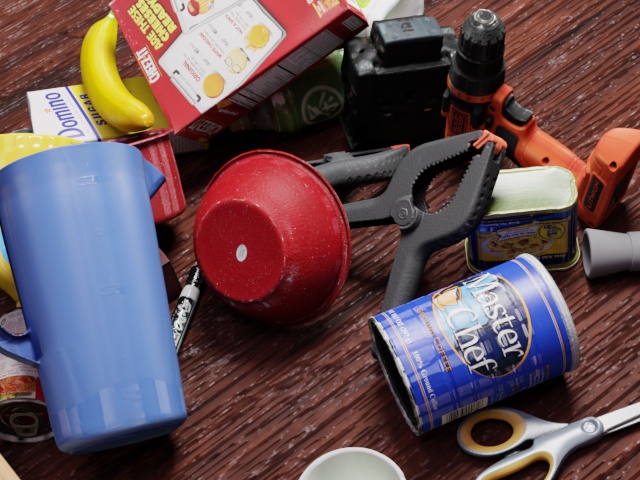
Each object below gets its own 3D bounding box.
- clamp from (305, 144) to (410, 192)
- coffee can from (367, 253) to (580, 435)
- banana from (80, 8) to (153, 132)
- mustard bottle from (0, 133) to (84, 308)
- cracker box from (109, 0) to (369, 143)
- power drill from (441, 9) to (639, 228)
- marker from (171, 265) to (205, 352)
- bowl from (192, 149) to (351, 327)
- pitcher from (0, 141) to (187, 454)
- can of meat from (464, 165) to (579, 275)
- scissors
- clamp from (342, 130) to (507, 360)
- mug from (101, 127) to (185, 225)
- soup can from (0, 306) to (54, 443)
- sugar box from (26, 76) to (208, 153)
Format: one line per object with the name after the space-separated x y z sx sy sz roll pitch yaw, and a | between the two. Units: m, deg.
0.007 -0.066 1.027 0.171 0.039 0.120 -12 17 -36 | clamp
0.122 0.083 0.862 0.140 0.103 0.103 -22 50 -6 | coffee can
-0.213 -0.166 1.086 0.070 0.037 0.198 -48 45 31 | banana
-0.269 -0.003 1.015 0.096 0.058 0.191 2 76 -26 | mustard bottle
-0.081 -0.222 1.053 0.214 0.072 0.164 -33 73 17 | cracker box
0.195 -0.106 0.963 0.188 0.184 0.057 35 65 23 | power drill
-0.128 0.071 0.981 0.020 0.020 0.121 6 53 17 | marker
-0.056 0.004 0.929 0.162 0.162 0.055 19 20 26 | bowl
-0.199 0.050 0.888 0.149 0.144 0.243 -18 77 17 | pitcher
0.177 -0.017 0.945 0.102 0.084 0.057 -5 50 8 | can of meat
0.196 0.142 0.854 0.201 0.016 0.096 -32 51 -14 | scissors
0.081 -0.009 0.920 0.210 0.036 0.165 -38 61 24 | clamp
-0.187 -0.053 1.016 0.117 0.081 0.093 -20 15 -27 | mug
-0.257 0.117 0.939 0.068 0.068 0.102 -10 49 4 | soup can
-0.213 -0.126 1.122 0.176 0.048 0.093 -9 48 -16 | sugar box
